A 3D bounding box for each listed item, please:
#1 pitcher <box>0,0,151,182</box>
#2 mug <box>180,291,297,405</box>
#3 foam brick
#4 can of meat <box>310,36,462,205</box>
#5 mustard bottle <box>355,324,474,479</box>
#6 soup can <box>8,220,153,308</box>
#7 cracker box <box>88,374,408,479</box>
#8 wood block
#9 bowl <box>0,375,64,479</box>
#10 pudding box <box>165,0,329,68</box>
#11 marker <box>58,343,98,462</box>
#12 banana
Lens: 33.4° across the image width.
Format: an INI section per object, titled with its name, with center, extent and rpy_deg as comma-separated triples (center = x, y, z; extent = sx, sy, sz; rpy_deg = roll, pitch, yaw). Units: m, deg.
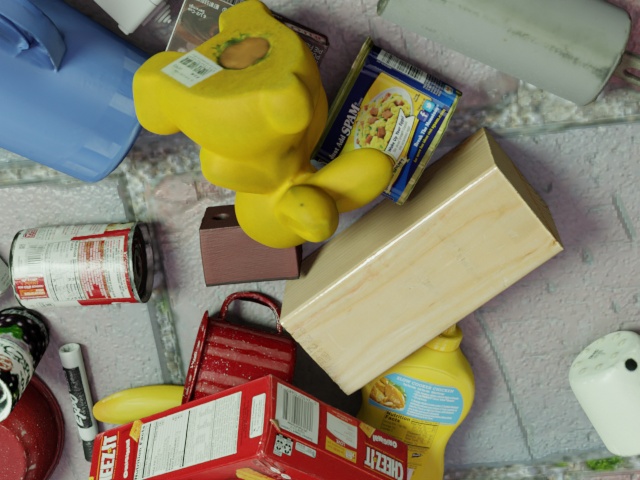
[pitcher]
center = -0.237, -0.137, 0.742
extent = 0.242, 0.149, 0.145
rpy_deg = 26, 115, -27
[mug]
center = -0.066, 0.101, 0.900
extent = 0.081, 0.093, 0.117
rpy_deg = 14, 78, -8
[foam brick]
center = -0.056, 0.001, 0.866
extent = 0.078, 0.053, 0.051
rpy_deg = -5, 114, 5
[can of meat]
center = 0.048, -0.089, 0.810
extent = 0.084, 0.057, 0.102
rpy_deg = 28, 113, -1
[mustard bottle]
center = 0.079, 0.137, 0.914
extent = 0.096, 0.058, 0.192
rpy_deg = 15, 115, -4
[soup can]
center = -0.195, 0.021, 0.875
extent = 0.102, 0.068, 0.068
rpy_deg = -4, 114, 6
[cracker box]
center = -0.061, 0.192, 0.872
extent = 0.214, 0.072, 0.164
rpy_deg = -24, 138, 37
[wood block]
center = 0.076, 0.018, 0.843
extent = 0.206, 0.090, 0.090
rpy_deg = -37, 107, 17
[bowl]
center = -0.306, 0.186, 0.936
extent = 0.162, 0.055, 0.162
rpy_deg = -5, 109, -15
[pudding box]
center = -0.061, -0.133, 0.812
extent = 0.113, 0.039, 0.090
rpy_deg = 22, 114, -7
[marker]
center = -0.214, 0.149, 0.960
extent = 0.020, 0.020, 0.121
rpy_deg = -5, 114, 6
[banana]
center = -0.102, 0.163, 0.949
extent = 0.197, 0.037, 0.070
rpy_deg = 20, 112, -5
